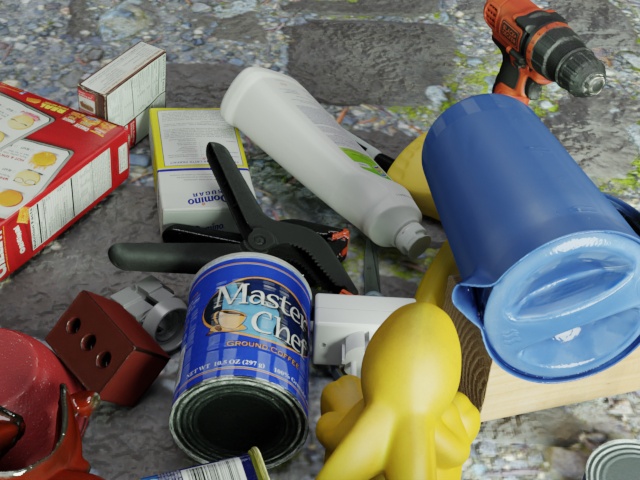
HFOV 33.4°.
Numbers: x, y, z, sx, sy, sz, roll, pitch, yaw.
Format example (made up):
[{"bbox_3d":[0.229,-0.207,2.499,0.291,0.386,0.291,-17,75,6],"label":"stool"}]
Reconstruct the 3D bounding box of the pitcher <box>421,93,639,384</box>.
[{"bbox_3d":[0.167,-0.014,0.827,0.145,0.149,0.243,-37,33,15],"label":"pitcher"}]

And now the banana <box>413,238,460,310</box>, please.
[{"bbox_3d":[0.129,0.010,0.960,0.037,0.070,0.197,36,68,3],"label":"banana"}]

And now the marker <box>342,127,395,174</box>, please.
[{"bbox_3d":[0.039,-0.102,1.147,0.020,0.020,0.121,-28,49,-35],"label":"marker"}]

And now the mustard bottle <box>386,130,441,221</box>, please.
[{"bbox_3d":[0.165,-0.039,1.050,0.192,0.058,0.096,32,56,29],"label":"mustard bottle"}]

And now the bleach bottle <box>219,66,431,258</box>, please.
[{"bbox_3d":[0.012,-0.072,1.043,0.102,0.068,0.251,5,34,-52],"label":"bleach bottle"}]

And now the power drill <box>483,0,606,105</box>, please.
[{"bbox_3d":[0.214,-0.139,1.079,0.057,0.188,0.184,-8,39,-19],"label":"power drill"}]

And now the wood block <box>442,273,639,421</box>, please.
[{"bbox_3d":[0.213,0.073,0.891,0.205,0.090,0.091,-8,39,-16],"label":"wood block"}]

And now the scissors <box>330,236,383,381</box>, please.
[{"bbox_3d":[0.064,0.065,0.944,0.096,0.016,0.201,14,39,9],"label":"scissors"}]

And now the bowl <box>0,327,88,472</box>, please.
[{"bbox_3d":[-0.259,0.116,0.813,0.162,0.055,0.162,3,39,-3],"label":"bowl"}]

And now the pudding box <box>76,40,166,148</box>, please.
[{"bbox_3d":[-0.205,-0.144,1.117,0.039,0.090,0.113,20,41,17],"label":"pudding box"}]

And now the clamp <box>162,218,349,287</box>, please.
[{"bbox_3d":[-0.053,0.024,0.966,0.171,0.039,0.120,-6,51,-9],"label":"clamp"}]

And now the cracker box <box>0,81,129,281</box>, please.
[{"bbox_3d":[-0.309,-0.057,1.012,0.164,0.072,0.213,21,42,20],"label":"cracker box"}]

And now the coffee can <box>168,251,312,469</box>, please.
[{"bbox_3d":[-0.058,0.092,0.826,0.103,0.103,0.140,4,38,-2],"label":"coffee can"}]

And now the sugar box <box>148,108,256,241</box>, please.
[{"bbox_3d":[-0.120,-0.069,1.068,0.093,0.048,0.176,-1,42,-12],"label":"sugar box"}]

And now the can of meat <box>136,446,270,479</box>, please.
[{"bbox_3d":[-0.076,0.191,0.702,0.083,0.102,0.057,-10,41,-15],"label":"can of meat"}]

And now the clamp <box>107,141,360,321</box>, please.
[{"bbox_3d":[-0.056,0.001,0.934,0.210,0.036,0.164,24,53,6],"label":"clamp"}]

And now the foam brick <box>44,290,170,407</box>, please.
[{"bbox_3d":[-0.168,0.085,0.844,0.078,0.051,0.053,40,94,31],"label":"foam brick"}]
